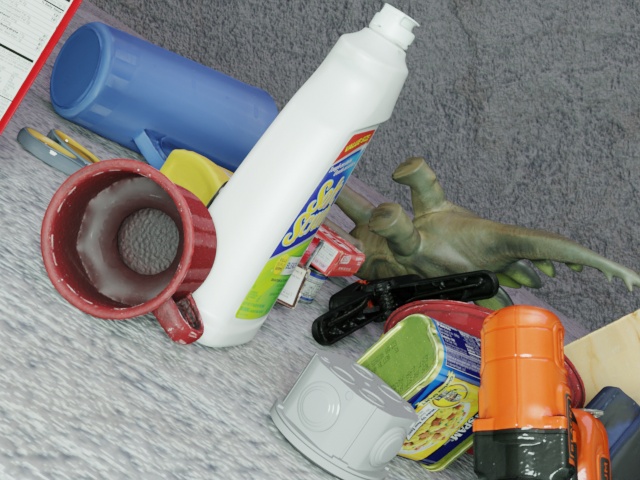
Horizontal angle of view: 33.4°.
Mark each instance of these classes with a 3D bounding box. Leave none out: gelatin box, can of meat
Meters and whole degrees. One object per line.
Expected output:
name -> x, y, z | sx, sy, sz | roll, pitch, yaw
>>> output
gelatin box -> -0.007, -0.001, 1.023 | 0.089, 0.030, 0.073 | 36, 8, 18
can of meat -> 0.069, 0.101, 0.710 | 0.083, 0.102, 0.057 | 24, 32, -37

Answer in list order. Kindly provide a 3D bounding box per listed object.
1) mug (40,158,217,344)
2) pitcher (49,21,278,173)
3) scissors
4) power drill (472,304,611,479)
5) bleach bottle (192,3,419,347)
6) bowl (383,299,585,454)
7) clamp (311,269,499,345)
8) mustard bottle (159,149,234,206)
mug -> -0.104, 0.011, 0.650 | 0.117, 0.093, 0.081 | 57, 7, 7
pitcher -> -0.171, -0.140, 1.182 | 0.242, 0.145, 0.149 | 21, 3, -44
scissors -> -0.184, -0.045, 0.902 | 0.202, 0.016, 0.096 | 39, 11, 33
power drill -> 0.130, 0.147, 0.610 | 0.057, 0.184, 0.187 | -3, -22, 19
bleach bottle -> -0.016, -0.048, 0.722 | 0.068, 0.251, 0.102 | 36, 8, 16
bowl -> 0.113, 0.115, 0.804 | 0.162, 0.055, 0.162 | 21, -32, 13
clamp -> 0.069, 0.053, 0.979 | 0.210, 0.164, 0.036 | -129, -155, -87
mustard bottle -> -0.075, -0.033, 1.102 | 0.096, 0.058, 0.191 | 38, 9, 36
